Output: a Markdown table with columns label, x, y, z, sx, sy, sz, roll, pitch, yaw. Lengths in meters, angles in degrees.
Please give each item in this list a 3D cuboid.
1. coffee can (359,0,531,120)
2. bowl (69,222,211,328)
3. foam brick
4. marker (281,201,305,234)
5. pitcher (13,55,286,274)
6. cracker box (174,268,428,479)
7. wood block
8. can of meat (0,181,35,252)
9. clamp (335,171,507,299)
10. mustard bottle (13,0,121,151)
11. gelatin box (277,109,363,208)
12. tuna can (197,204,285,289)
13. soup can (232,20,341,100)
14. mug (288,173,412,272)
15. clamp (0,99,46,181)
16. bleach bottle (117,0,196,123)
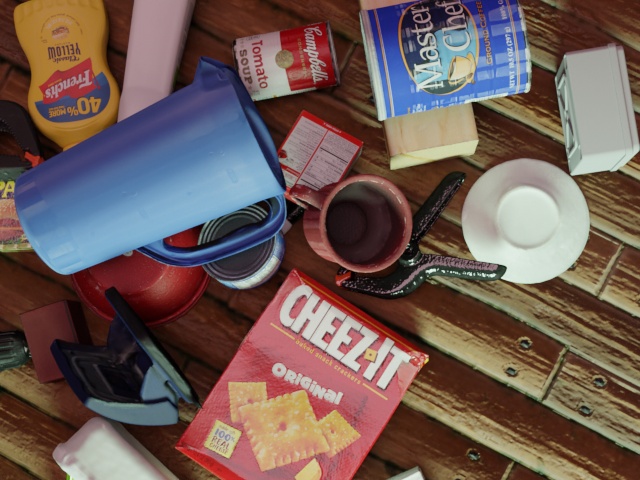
| label | x | y | z | sx | sy | sz | roll | pitch | yaw |
| --- | --- | --- | --- | --- | --- | --- | --- | --- | --- |
| coffee can | 0.113 | -0.174 | 0.982 | 0.140 | 0.103 | 0.103 | -10 | 84 | 3 |
| bowl | -0.193 | 0.011 | 1.107 | 0.162 | 0.055 | 0.162 | 0 | 85 | 5 |
| foam brick | -0.269 | 0.105 | 1.106 | 0.051 | 0.053 | 0.078 | -19 | 83 | 2 |
| marker | -0.057 | 0.001 | 1.114 | 0.020 | 0.020 | 0.121 | 45 | 90 | 7 |
| pitcher | -0.158 | -0.052 | 1.025 | 0.243 | 0.145 | 0.149 | -24 | 69 | 6 |
| cracker box | -0.017 | 0.160 | 1.061 | 0.164 | 0.072 | 0.213 | 33 | 82 | 6 |
| wood block | 0.095 | -0.186 | 1.083 | 0.090 | 0.091 | 0.206 | -11 | 84 | 3 |
| can of meat | -0.318 | -0.031 | 1.120 | 0.102 | 0.057 | 0.084 | -2 | 88 | 5 |
| clamp | 0.094 | 0.001 | 1.092 | 0.171 | 0.039 | 0.120 | -14 | 68 | 7 |
| mustard bottle | -0.261 | -0.160 | 1.126 | 0.096 | 0.058 | 0.191 | -10 | 85 | -5 |
| gelatin box | -0.008 | -0.079 | 1.103 | 0.073 | 0.030 | 0.089 | 29 | 73 | 7 |
| tuna can | -0.080 | 0.006 | 1.088 | 0.086 | 0.033 | 0.086 | -7 | 68 | 18 |
| soup can | -0.035 | -0.185 | 1.105 | 0.102 | 0.068 | 0.068 | -10 | 84 | 4 |
| mug | 0.021 | -0.022 | 1.034 | 0.117 | 0.082 | 0.093 | 25 | 84 | -16 |
| clamp | -0.372 | -0.111 | 1.102 | 0.210 | 0.036 | 0.164 | 35 | 73 | 23 |
| bleach bottle | -0.171 | -0.187 | 1.099 | 0.068 | 0.102 | 0.251 | 10 | 86 | -3 |
